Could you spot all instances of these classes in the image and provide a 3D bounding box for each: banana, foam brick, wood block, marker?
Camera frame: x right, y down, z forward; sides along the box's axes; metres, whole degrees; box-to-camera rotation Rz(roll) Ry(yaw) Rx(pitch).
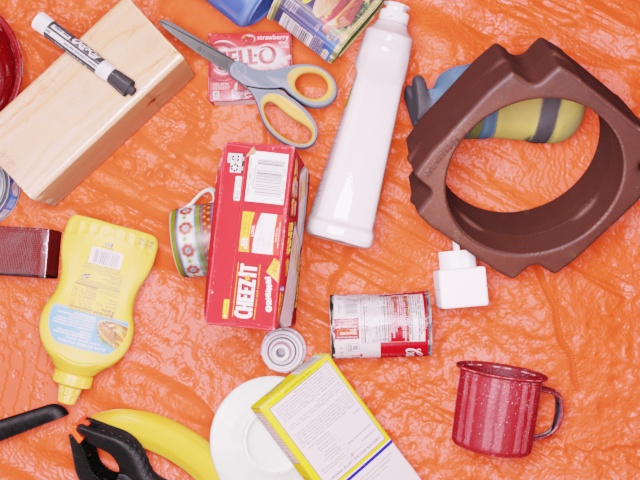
[{"bbox_3d":[-0.148,0.227,1.106,0.198,0.037,0.069,40,89,3],"label":"banana"},{"bbox_3d":[-0.315,0.012,1.113,0.078,0.053,0.051,3,88,0],"label":"foam brick"},{"bbox_3d":[-0.238,-0.139,1.098,0.206,0.091,0.090,-43,87,-1],"label":"wood block"},{"bbox_3d":[-0.230,-0.181,1.044,0.121,0.020,0.020,37,89,3],"label":"marker"}]

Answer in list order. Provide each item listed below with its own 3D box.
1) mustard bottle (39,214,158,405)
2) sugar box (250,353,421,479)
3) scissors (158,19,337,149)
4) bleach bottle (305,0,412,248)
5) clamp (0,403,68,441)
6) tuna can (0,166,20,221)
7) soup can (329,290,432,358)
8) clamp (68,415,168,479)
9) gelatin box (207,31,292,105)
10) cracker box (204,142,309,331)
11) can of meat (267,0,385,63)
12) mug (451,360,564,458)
[{"bbox_3d":[-0.237,0.076,1.104,0.096,0.058,0.191,16,88,-10],"label":"mustard bottle"},{"bbox_3d":[0.019,0.210,1.079,0.093,0.048,0.176,-37,97,-18],"label":"sugar box"},{"bbox_3d":[-0.065,-0.182,1.101,0.096,0.016,0.202,-42,90,-5],"label":"scissors"},{"bbox_3d":[0.048,-0.120,1.083,0.068,0.102,0.251,15,89,-4],"label":"bleach bottle"},{"bbox_3d":[-0.377,0.237,1.111,0.210,0.036,0.164,9,87,4],"label":"clamp"},{"bbox_3d":[-0.363,-0.058,1.126,0.086,0.034,0.086,0,87,1],"label":"tuna can"},{"bbox_3d":[0.061,0.086,1.092,0.102,0.068,0.068,-2,87,2],"label":"soup can"},{"bbox_3d":[-0.200,0.258,1.093,0.171,0.039,0.120,43,104,4],"label":"clamp"},{"bbox_3d":[-0.074,-0.181,1.126,0.089,0.030,0.073,0,88,1],"label":"gelatin box"},{"bbox_3d":[-0.057,0.001,1.026,0.072,0.213,0.164,6,87,3],"label":"cracker box"},{"bbox_3d":[0.009,-0.244,1.103,0.084,0.057,0.102,39,66,0],"label":"can of meat"},{"bbox_3d":[0.189,0.171,1.077,0.117,0.093,0.081,7,92,-11],"label":"mug"}]
